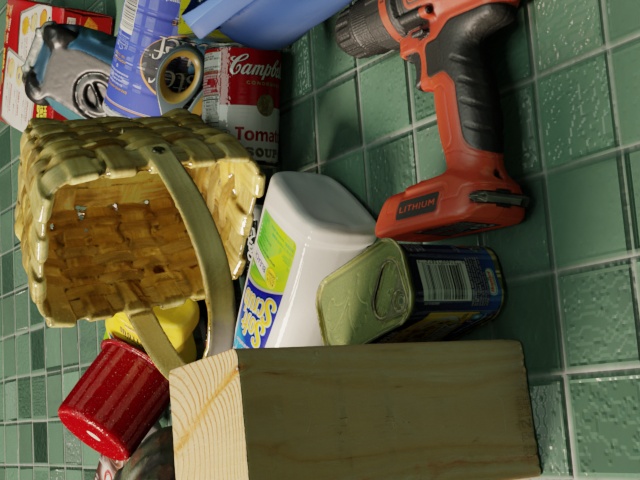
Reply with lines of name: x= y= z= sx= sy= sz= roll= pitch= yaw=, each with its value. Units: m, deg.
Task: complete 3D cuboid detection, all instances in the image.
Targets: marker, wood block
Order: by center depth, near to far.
wood block: x=0.023 y=0.112 z=0.648 sx=0.091 sy=0.205 sz=0.090 roll=-25 pitch=68 yaw=55
marker: x=-0.056 y=0.001 z=0.943 sx=0.020 sy=0.020 sz=0.121 roll=-5 pitch=84 yaw=57

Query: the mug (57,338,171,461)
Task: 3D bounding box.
mug: x=-0.192 y=0.159 z=1.017 sx=0.093 sy=0.081 sz=0.117 roll=26 pitch=150 yaw=16

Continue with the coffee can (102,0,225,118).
coffee can: x=-0.142 y=-0.181 z=1.007 sx=0.103 sy=0.102 sz=0.140 roll=41 pitch=122 yaw=50

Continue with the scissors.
scissors: x=-0.152 y=-0.097 z=0.974 sx=0.202 sy=0.096 sz=0.016 roll=-38 pitch=21 yaw=7

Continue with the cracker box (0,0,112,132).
cracker box: x=-0.335 y=-0.212 z=1.333 sx=0.214 sy=0.071 sz=0.164 roll=25 pitch=109 yaw=54

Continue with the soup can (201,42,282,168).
soup can: x=-0.068 y=-0.115 z=0.923 sx=0.069 sy=0.068 sz=0.102 roll=4 pitch=92 yaw=57

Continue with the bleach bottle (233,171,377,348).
bleach bottle: x=-0.031 y=0.075 z=0.863 sx=0.103 sy=0.068 sz=0.251 roll=52 pitch=132 yaw=50

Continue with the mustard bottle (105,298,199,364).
mustard bottle: x=-0.164 y=0.090 z=1.032 sx=0.096 sy=0.058 sz=0.192 roll=30 pitch=152 yaw=10

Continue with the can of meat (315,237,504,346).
can of meat: x=0.059 y=0.039 z=0.706 sx=0.102 sy=0.083 sz=0.057 roll=-37 pitch=58 yaw=50

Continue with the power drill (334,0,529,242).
power drill: x=0.071 y=-0.096 z=0.718 sx=0.185 sy=0.057 sz=0.187 roll=-12 pitch=78 yaw=56
